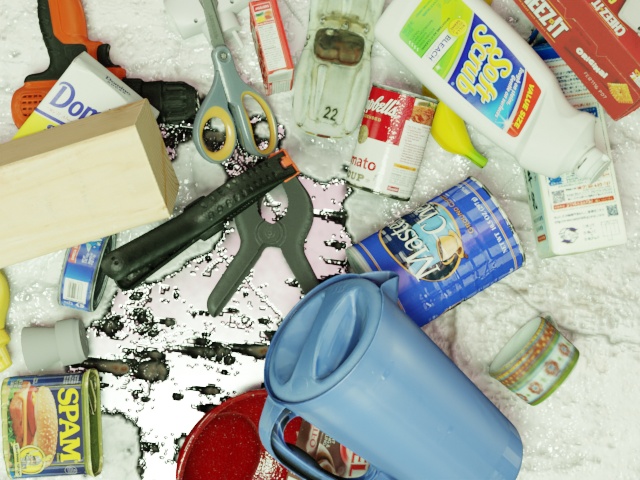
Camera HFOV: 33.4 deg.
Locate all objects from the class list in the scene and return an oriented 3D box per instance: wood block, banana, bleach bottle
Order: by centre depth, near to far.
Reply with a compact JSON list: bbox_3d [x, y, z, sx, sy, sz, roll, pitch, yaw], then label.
[{"bbox_3d":[-0.240,-0.045,0.949,0.206,0.091,0.090,-16,111,5],"label":"wood block"},{"bbox_3d":[0.170,-0.149,0.992,0.251,0.068,0.102,43,100,18],"label":"bleach bottle"},{"bbox_3d":[0.137,-0.172,1.072,0.069,0.037,0.198,6,86,-15],"label":"banana"}]

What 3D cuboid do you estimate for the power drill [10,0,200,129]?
[{"bbox_3d":[-0.214,-0.199,1.049,0.184,0.057,0.187,-4,85,-2],"label":"power drill"}]

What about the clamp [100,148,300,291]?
[{"bbox_3d":[-0.112,-0.018,0.980,0.210,0.164,0.036,-34,90,-2],"label":"clamp"}]

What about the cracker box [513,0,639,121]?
[{"bbox_3d":[0.297,-0.232,1.017,0.164,0.072,0.213,50,54,2],"label":"cracker box"}]

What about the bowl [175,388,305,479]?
[{"bbox_3d":[-0.078,0.211,1.000,0.161,0.055,0.162,-8,103,-36],"label":"bowl"}]

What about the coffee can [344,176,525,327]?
[{"bbox_3d":[0.109,0.017,1.020,0.140,0.103,0.103,-30,87,-4],"label":"coffee can"}]

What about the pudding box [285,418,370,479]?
[{"bbox_3d":[0.013,0.223,1.011,0.089,0.039,0.113,19,86,-39],"label":"pudding box"}]

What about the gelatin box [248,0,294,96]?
[{"bbox_3d":[-0.049,-0.187,1.038,0.030,0.089,0.073,-13,86,-4],"label":"gelatin box"}]

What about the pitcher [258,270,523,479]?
[{"bbox_3d":[0.067,0.155,0.955,0.149,0.145,0.242,-28,125,31],"label":"pitcher"}]

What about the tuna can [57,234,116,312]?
[{"bbox_3d":[-0.222,0.024,1.017,0.033,0.086,0.086,14,85,-3],"label":"tuna can"}]

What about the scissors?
[{"bbox_3d":[-0.108,-0.162,1.031,0.096,0.016,0.201,-36,110,-22],"label":"scissors"}]

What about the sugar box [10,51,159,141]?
[{"bbox_3d":[-0.243,-0.081,1.008,0.093,0.048,0.176,38,109,-13],"label":"sugar box"}]

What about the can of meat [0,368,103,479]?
[{"bbox_3d":[-0.256,0.176,1.018,0.084,0.057,0.102,-3,86,0],"label":"can of meat"}]

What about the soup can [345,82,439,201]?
[{"bbox_3d":[0.069,-0.095,1.036,0.068,0.068,0.102,16,98,-1],"label":"soup can"}]

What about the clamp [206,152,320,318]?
[{"bbox_3d":[-0.057,0.001,1.048,0.120,0.039,0.171,-5,78,-1],"label":"clamp"}]
